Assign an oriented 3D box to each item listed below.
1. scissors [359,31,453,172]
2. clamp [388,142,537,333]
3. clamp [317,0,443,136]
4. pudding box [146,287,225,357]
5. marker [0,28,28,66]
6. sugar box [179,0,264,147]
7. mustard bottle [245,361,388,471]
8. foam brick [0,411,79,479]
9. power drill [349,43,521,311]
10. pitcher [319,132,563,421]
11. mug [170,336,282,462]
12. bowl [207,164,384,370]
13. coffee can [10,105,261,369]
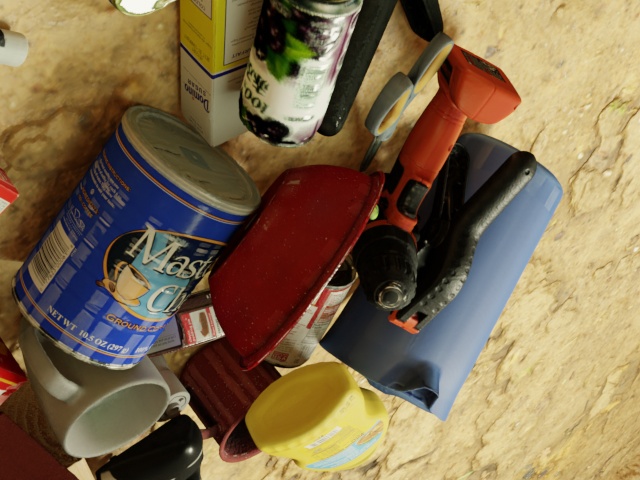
[{"bbox_3d":[0.062,-0.102,0.812,0.096,0.016,0.202,-49,175,-2],"label":"scissors"},{"bbox_3d":[0.110,-0.006,0.859,0.039,0.120,0.171,25,80,-19],"label":"clamp"},{"bbox_3d":[0.055,-0.187,0.711,0.164,0.036,0.210,-42,151,-47],"label":"clamp"},{"bbox_3d":[-0.104,0.064,0.812,0.089,0.039,0.114,-16,175,-43],"label":"pudding box"},{"bbox_3d":[-0.202,-0.107,0.537,0.120,0.020,0.020,4,127,-53],"label":"marker"},{"bbox_3d":[-0.040,-0.146,0.658,0.093,0.048,0.176,-28,151,-27],"label":"sugar box"},{"bbox_3d":[0.010,0.166,0.951,0.096,0.058,0.191,-34,152,5],"label":"mustard bottle"},{"bbox_3d":[-0.207,0.160,0.725,0.051,0.078,0.053,-49,-173,-18],"label":"foam brick"},{"bbox_3d":[0.081,-0.051,0.833,0.057,0.184,0.188,26,112,-14],"label":"power drill"},{"bbox_3d":[0.110,0.027,0.971,0.243,0.149,0.145,-59,155,-2],"label":"pitcher"},{"bbox_3d":[-0.083,0.142,0.953,0.117,0.082,0.093,-19,144,-36],"label":"mug"},{"bbox_3d":[-0.026,0.005,0.707,0.162,0.055,0.162,-52,-172,10],"label":"bowl"},{"bbox_3d":[-0.120,-0.002,0.694,0.140,0.103,0.102,-52,150,17],"label":"coffee can"}]
